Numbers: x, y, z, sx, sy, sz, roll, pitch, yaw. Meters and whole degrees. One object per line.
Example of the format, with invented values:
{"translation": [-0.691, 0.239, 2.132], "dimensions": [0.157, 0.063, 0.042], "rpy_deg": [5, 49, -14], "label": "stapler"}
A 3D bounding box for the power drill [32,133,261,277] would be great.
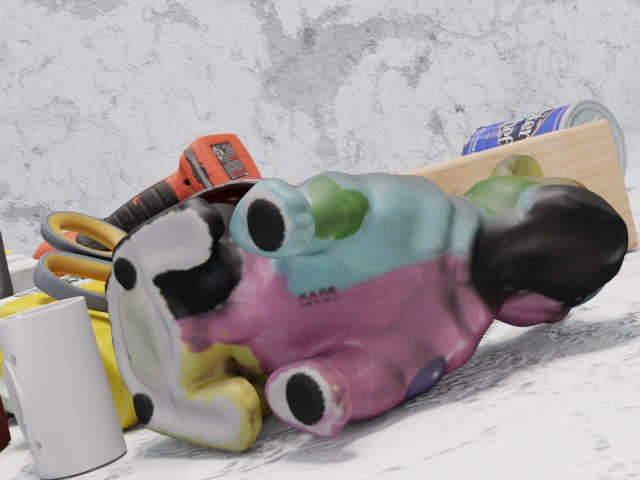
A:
{"translation": [-0.146, -0.024, 0.947], "dimensions": [0.188, 0.057, 0.184], "rpy_deg": [-33, 2, 16], "label": "power drill"}

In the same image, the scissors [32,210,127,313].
{"translation": [-0.082, 0.021, 0.639], "dimensions": [0.201, 0.016, 0.096], "rpy_deg": [9, 29, -41], "label": "scissors"}

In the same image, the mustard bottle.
{"translation": [-0.105, 0.054, 0.650], "dimensions": [0.096, 0.058, 0.191], "rpy_deg": [24, 16, 17], "label": "mustard bottle"}

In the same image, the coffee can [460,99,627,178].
{"translation": [0.232, -0.083, 1.119], "dimensions": [0.102, 0.103, 0.141], "rpy_deg": [-18, 5, -38], "label": "coffee can"}
